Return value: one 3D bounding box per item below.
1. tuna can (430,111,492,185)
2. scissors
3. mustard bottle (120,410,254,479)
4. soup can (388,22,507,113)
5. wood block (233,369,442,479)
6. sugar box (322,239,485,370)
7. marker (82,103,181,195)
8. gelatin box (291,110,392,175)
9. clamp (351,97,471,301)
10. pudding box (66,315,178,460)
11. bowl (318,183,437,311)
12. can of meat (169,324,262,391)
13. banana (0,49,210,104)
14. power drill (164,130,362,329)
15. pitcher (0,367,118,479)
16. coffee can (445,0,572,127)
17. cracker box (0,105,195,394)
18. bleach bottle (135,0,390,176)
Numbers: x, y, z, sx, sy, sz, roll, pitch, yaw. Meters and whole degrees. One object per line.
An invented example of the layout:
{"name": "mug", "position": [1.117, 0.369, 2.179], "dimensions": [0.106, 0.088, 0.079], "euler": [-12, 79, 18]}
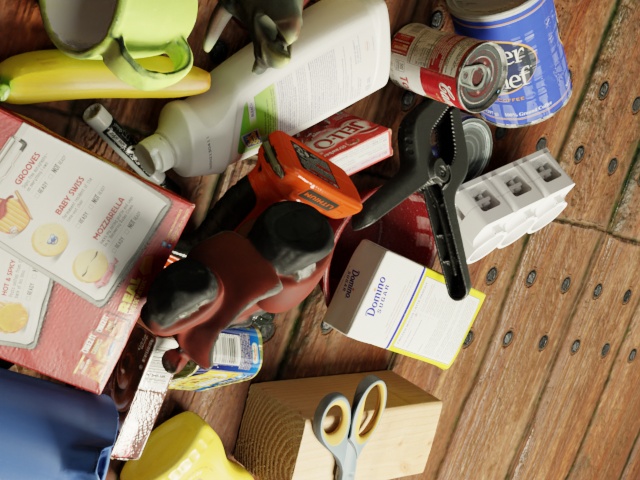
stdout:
{"name": "tuna can", "position": [0.145, -0.095, 1.144], "dimensions": [0.085, 0.034, 0.086], "euler": [-20, 123, -35]}
{"name": "scissors", "position": [0.013, 0.227, 1.060], "dimensions": [0.096, 0.016, 0.202], "euler": [10, 101, -43]}
{"name": "mustard bottle", "position": [-0.114, 0.256, 1.059], "dimensions": [0.096, 0.058, 0.191], "euler": [-44, 134, -15]}
{"name": "soup can", "position": [0.120, -0.169, 1.035], "dimensions": [0.068, 0.102, 0.068], "euler": [-20, 123, -35]}
{"name": "wood block", "position": [0.022, 0.201, 1.134], "dimensions": [0.205, 0.091, 0.090], "euler": [1, 109, -43]}
{"name": "sugar box", "position": [0.087, 0.067, 1.082], "dimensions": [0.176, 0.048, 0.093], "euler": [24, 92, -43]}
{"name": "marker", "position": [-0.154, -0.070, 0.889], "dimensions": [0.020, 0.020, 0.121], "euler": [-52, 136, -11]}
{"name": "gelatin box", "position": [0.011, -0.088, 0.994], "dimensions": [0.089, 0.073, 0.030], "euler": [-28, 127, -30]}
{"name": "clamp", "position": [0.099, -0.063, 1.039], "dimensions": [0.164, 0.036, 0.210], "euler": [27, 61, -40]}
{"name": "pudding box", "position": [-0.172, 0.118, 0.913], "dimensions": [0.039, 0.090, 0.113], "euler": [20, 95, -49]}
{"name": "bowl", "position": [0.048, 0.009, 1.089], "dimensions": [0.161, 0.055, 0.162], "euler": [-20, 123, -35]}
{"name": "can of meat", "position": [-0.114, 0.102, 0.953], "dimensions": [0.083, 0.102, 0.057], "euler": [15, 65, -48]}
{"name": "banana", "position": [-0.176, -0.121, 0.809], "dimensions": [0.197, 0.070, 0.037], "euler": [-14, 130, -46]}
{"name": "power drill", "position": [-0.056, 0.001, 0.936], "dimensions": [0.188, 0.057, 0.184], "euler": [-41, 141, 19]}
{"name": "pitcher", "position": [-0.284, 0.145, 0.774], "dimensions": [0.242, 0.145, 0.149], "euler": [24, 108, -28]}
{"name": "coffee can", "position": [0.194, -0.201, 1.087], "dimensions": [0.102, 0.103, 0.140], "euler": [-42, 133, -20]}
{"name": "cracker box", "position": [-0.225, -0.004, 0.781], "dimensions": [0.213, 0.072, 0.164], "euler": [27, 90, -28]}
{"name": "bleach bottle", "position": [-0.050, -0.130, 0.917], "dimensions": [0.250, 0.068, 0.102], "euler": [-32, 136, -29]}
